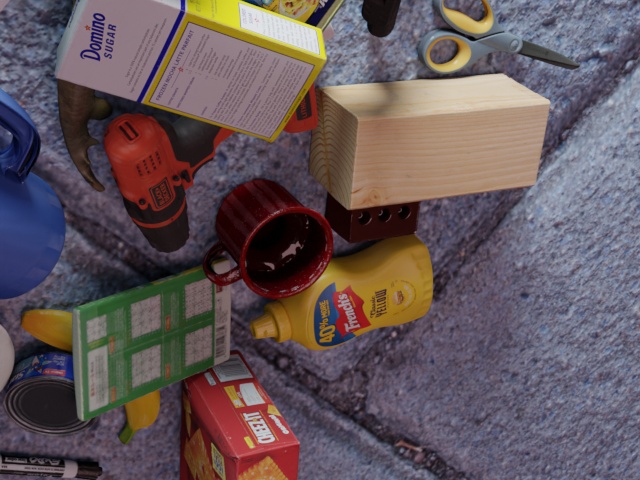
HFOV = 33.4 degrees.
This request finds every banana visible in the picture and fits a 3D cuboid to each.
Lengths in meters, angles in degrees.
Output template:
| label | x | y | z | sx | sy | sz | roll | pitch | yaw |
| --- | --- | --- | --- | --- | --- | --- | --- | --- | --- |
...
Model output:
| label | x | y | z | sx | sy | sz | roll | pitch | yaw |
| --- | --- | --- | --- | --- | --- | --- | --- | --- | --- |
| banana | -0.202 | 0.122 | 1.004 | 0.069 | 0.037 | 0.197 | -34 | 128 | -8 |

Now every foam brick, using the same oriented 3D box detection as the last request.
| label | x | y | z | sx | sy | sz | roll | pitch | yaw |
| --- | --- | --- | --- | --- | --- | --- | --- | --- | --- |
| foam brick | 0.051 | -0.035 | 1.044 | 0.078 | 0.051 | 0.053 | -9 | 120 | -24 |

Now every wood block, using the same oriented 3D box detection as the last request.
| label | x | y | z | sx | sy | sz | roll | pitch | yaw |
| --- | --- | --- | --- | --- | --- | --- | --- | --- | --- |
| wood block | 0.103 | -0.097 | 1.014 | 0.205 | 0.090 | 0.091 | -8 | 120 | -24 |

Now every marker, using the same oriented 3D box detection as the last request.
| label | x | y | z | sx | sy | sz | roll | pitch | yaw |
| --- | --- | --- | --- | --- | --- | --- | --- | --- | --- |
| marker | -0.268 | 0.220 | 1.034 | 0.120 | 0.020 | 0.020 | 13 | 110 | -34 |

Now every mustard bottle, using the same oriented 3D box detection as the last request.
| label | x | y | z | sx | sy | sz | roll | pitch | yaw |
| --- | --- | --- | --- | --- | --- | --- | --- | --- | --- |
| mustard bottle | 0.019 | 0.060 | 1.077 | 0.191 | 0.058 | 0.096 | -17 | 129 | -19 |

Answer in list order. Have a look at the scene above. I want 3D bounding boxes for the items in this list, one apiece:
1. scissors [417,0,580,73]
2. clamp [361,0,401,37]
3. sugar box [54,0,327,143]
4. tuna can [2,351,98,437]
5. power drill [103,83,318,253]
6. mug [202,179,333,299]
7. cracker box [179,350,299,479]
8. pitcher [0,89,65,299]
| label | x | y | z | sx | sy | sz | roll | pitch | yaw |
| --- | --- | --- | --- | --- | --- | --- | --- | --- | --- |
| scissors | 0.171 | -0.181 | 1.051 | 0.201 | 0.016 | 0.096 | 29 | 102 | -37 |
| clamp | 0.058 | -0.213 | 0.897 | 0.039 | 0.171 | 0.120 | 16 | 117 | 7 |
| sugar box | -0.094 | -0.138 | 0.780 | 0.176 | 0.048 | 0.093 | 17 | 132 | -22 |
| tuna can | -0.243 | 0.140 | 0.973 | 0.086 | 0.034 | 0.086 | -1 | 133 | -2 |
| power drill | -0.089 | -0.080 | 0.916 | 0.187 | 0.057 | 0.184 | -38 | 158 | -15 |
| mug | -0.056 | 0.001 | 0.987 | 0.117 | 0.082 | 0.093 | -34 | 128 | -8 |
| cracker box | -0.087 | 0.243 | 1.055 | 0.072 | 0.164 | 0.214 | -7 | 120 | -24 |
| pitcher | -0.276 | -0.034 | 0.761 | 0.242 | 0.149 | 0.145 | 37 | 63 | -70 |
